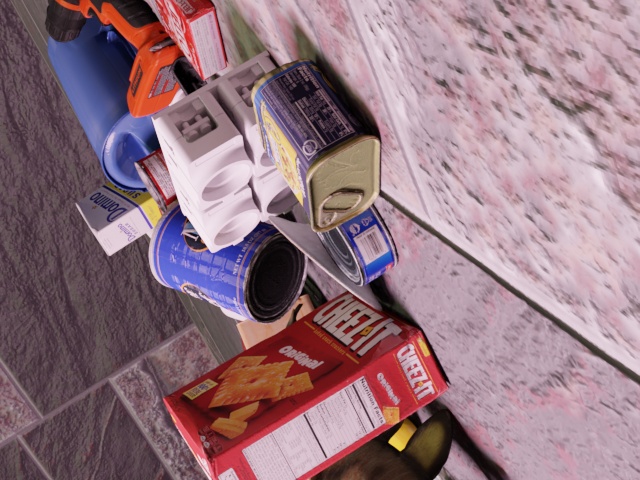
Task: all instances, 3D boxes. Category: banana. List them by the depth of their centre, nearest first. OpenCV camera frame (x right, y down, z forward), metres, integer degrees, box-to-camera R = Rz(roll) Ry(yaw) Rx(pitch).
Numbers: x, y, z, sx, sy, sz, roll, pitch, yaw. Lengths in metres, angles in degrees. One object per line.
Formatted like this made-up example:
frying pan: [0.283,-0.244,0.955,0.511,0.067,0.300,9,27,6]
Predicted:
banana: [0.080,0.209,1.166,0.070,0.037,0.198,52,171,15]

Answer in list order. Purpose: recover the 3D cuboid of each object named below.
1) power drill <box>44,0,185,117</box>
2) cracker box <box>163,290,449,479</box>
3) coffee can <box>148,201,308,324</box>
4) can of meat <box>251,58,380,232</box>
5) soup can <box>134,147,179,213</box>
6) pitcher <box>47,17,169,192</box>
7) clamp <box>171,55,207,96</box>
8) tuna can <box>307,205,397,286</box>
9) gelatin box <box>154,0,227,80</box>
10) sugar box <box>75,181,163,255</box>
power drill: [-0.219,-0.223,1.116,0.188,0.057,0.185,52,144,11]
cracker box: [-0.019,0.136,0.952,0.072,0.213,0.164,64,167,-19]
coffee can: [-0.099,0.020,1.144,0.141,0.102,0.103,18,146,34]
can of meat: [-0.004,-0.067,0.755,0.084,0.057,0.102,56,168,23]
soup can: [-0.147,-0.084,1.191,0.068,0.102,0.068,55,168,17]
pitcher: [-0.239,-0.188,1.279,0.144,0.149,0.243,29,-160,-51]
clamp: [-0.099,-0.111,1.081,0.120,0.039,0.171,55,168,23]
tuna can: [0.024,-0.007,0.852,0.086,0.033,0.086,54,168,17]
gelatin box: [-0.119,-0.198,0.959,0.073,0.030,0.089,53,168,24]
sugar box: [-0.212,-0.061,1.336,0.093,0.176,0.048,45,163,51]
